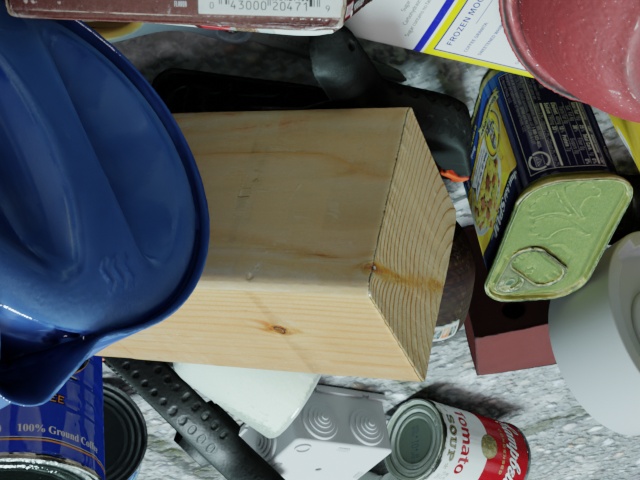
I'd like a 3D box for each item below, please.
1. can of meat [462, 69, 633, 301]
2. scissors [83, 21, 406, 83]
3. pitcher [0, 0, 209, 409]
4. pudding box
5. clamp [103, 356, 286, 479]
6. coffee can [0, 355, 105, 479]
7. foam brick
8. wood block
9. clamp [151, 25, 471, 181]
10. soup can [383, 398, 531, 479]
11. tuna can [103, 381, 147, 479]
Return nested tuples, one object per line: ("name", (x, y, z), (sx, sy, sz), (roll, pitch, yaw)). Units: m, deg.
("can of meat", (0.110, -0.031, 0.552), (0.057, 0.084, 0.102), (-4, 144, -9))
("scissors", (-0.042, -0.111, 0.463), (0.201, 0.016, 0.096), (3, 143, -17))
("pitcher", (-0.168, 0.013, 0.413), (0.243, 0.149, 0.145), (-32, 97, 32))
("pudding box", (-0.040, -0.097, 0.369), (0.113, 0.090, 0.039), (5, 109, 7))
("clamp", (-0.072, 0.129, 0.700), (0.210, 0.036, 0.165), (45, 167, -7))
("coffee can", (-0.171, 0.078, 0.587), (0.102, 0.140, 0.103), (-6, 144, -5))
("foam brick", (0.112, 0.034, 0.649), (0.053, 0.078, 0.051), (-11, 146, 2))
("wood block", (-0.053, 0.001, 0.491), (0.206, 0.090, 0.090), (2, 151, 23))
("clamp", (0.020, -0.061, 0.500), (0.171, 0.039, 0.120), (9, 174, -34))
("soup can", (0.107, 0.166, 0.839), (0.102, 0.068, 0.069), (22, 134, -36))
("tuna can", (-0.161, 0.139, 0.722), (0.086, 0.086, 0.034), (1, 145, -15))
